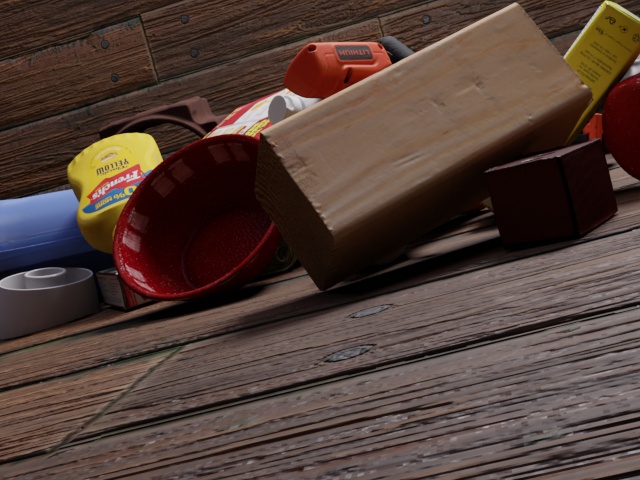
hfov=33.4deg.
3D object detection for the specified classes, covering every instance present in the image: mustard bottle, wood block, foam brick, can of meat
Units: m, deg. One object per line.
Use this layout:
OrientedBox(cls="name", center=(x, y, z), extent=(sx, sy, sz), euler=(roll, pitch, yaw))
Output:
OrientedBox(cls="mustard bottle", center=(-0.188, -0.036, 1.029), extent=(0.096, 0.058, 0.192), euler=(-21, 34, -6))
OrientedBox(cls="wood block", center=(0.066, -0.063, 0.722), extent=(0.205, 0.090, 0.091), euler=(-29, -19, -18))
OrientedBox(cls="foam brick", center=(0.147, -0.030, 0.674), extent=(0.053, 0.051, 0.078), euler=(-12, 6, 34))
OrientedBox(cls="can of meat", center=(-0.056, 0.001, 0.956), extent=(0.102, 0.057, 0.083), euler=(-14, 3, 20))

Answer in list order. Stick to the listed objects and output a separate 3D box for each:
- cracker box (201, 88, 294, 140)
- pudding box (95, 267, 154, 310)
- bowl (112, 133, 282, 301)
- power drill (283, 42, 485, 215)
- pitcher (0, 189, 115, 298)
OrientedBox(cls="cracker box", center=(-0.075, -0.103, 1.234), extent=(0.164, 0.072, 0.214), euler=(-46, 20, -29))
OrientedBox(cls="pudding box", center=(-0.158, 0.034, 1.012), extent=(0.090, 0.039, 0.114), euler=(-19, 4, -20))
OrientedBox(cls="bowl", center=(-0.088, -0.008, 0.873), extent=(0.162, 0.162, 0.055), euler=(-14, -39, 20))
OrientedBox(cls="power drill", center=(0.046, -0.088, 0.923), extent=(0.184, 0.188, 0.057), euler=(-9, -32, -44))
OrientedBox(cls="pitcher", center=(-0.232, 0.000, 1.148), extent=(0.243, 0.145, 0.149), euler=(-12, 46, 11))
